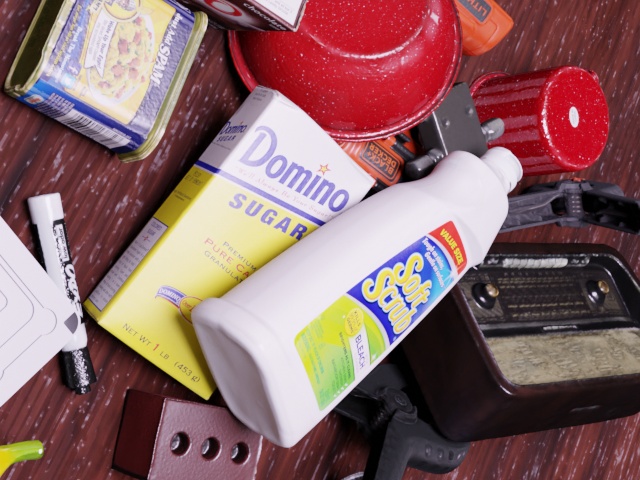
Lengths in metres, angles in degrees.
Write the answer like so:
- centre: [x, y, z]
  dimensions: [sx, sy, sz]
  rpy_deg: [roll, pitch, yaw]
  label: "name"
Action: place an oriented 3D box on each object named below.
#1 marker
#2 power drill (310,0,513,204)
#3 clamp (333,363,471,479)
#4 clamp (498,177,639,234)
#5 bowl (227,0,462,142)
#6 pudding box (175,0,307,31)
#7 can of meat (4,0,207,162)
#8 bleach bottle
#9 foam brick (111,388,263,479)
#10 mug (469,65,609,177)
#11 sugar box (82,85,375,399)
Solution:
- centre: [-0.153, 0.033, 0.633]
  dimensions: [0.020, 0.020, 0.121]
  rpy_deg: [-15, 98, -36]
  label: "marker"
- centre: [0.074, -0.101, 0.781]
  dimensions: [0.184, 0.057, 0.187]
  rpy_deg: [35, 69, -31]
  label: "power drill"
- centre: [0.047, 0.128, 0.723]
  dimensions: [0.209, 0.165, 0.036]
  rpy_deg: [14, 120, -43]
  label: "clamp"
- centre: [0.206, -0.027, 0.834]
  dimensions: [0.171, 0.120, 0.039]
  rpy_deg: [-24, 120, -62]
  label: "clamp"
- centre: [0.021, -0.148, 0.697]
  dimensions: [0.162, 0.055, 0.162]
  rpy_deg: [2, 73, -7]
  label: "bowl"
- centre: [-0.074, -0.165, 0.633]
  dimensions: [0.113, 0.090, 0.039]
  rpy_deg: [24, 86, -38]
  label: "pudding box"
- centre: [-0.127, -0.110, 0.633]
  dimensions: [0.083, 0.058, 0.102]
  rpy_deg: [29, 73, -31]
  label: "can of meat"
- centre: [0.039, 0.012, 0.666]
  dimensions: [0.250, 0.068, 0.102]
  rpy_deg: [-40, 133, -28]
  label: "bleach bottle"
- centre: [-0.081, 0.126, 0.665]
  dimensions: [0.078, 0.051, 0.053]
  rpy_deg: [17, 80, -36]
  label: "foam brick"
- centre: [0.178, -0.099, 0.844]
  dimensions: [0.117, 0.082, 0.093]
  rpy_deg: [-43, 113, -29]
  label: "mug"
- centre: [-0.054, 0.001, 0.663]
  dimensions: [0.093, 0.048, 0.176]
  rpy_deg: [40, 86, -29]
  label: "sugar box"
